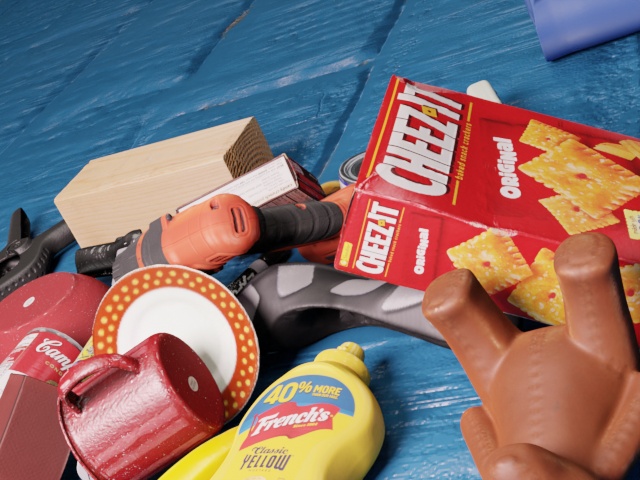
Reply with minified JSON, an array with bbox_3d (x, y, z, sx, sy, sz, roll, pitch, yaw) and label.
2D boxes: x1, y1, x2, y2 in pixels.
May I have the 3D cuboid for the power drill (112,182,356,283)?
[{"bbox_3d":[-0.056,0.001,0.851,0.187,0.057,0.185,-10,-6,-37],"label":"power drill"}]

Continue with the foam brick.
[{"bbox_3d":[-0.215,0.144,0.792,0.051,0.053,0.078,-11,58,61],"label":"foam brick"}]

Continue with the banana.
[{"bbox_3d":[-0.104,0.190,0.667,0.070,0.037,0.197,-15,24,33],"label":"banana"}]

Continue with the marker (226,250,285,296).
[{"bbox_3d":[-0.070,0.042,0.931,0.020,0.020,0.121,3,39,45],"label":"marker"}]

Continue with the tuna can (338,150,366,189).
[{"bbox_3d":[0.060,-0.054,0.952,0.086,0.034,0.086,-9,26,4],"label":"tuna can"}]

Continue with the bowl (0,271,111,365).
[{"bbox_3d":[-0.256,0.078,0.992,0.162,0.055,0.162,-21,26,11],"label":"bowl"}]

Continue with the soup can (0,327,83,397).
[{"bbox_3d":[-0.240,0.129,0.869,0.069,0.068,0.102,-8,32,32],"label":"soup can"}]

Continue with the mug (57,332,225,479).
[{"bbox_3d":[-0.126,0.111,0.730,0.081,0.117,0.093,-35,43,12],"label":"mug"}]

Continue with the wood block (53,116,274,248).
[{"bbox_3d":[-0.150,-0.046,1.083,0.206,0.091,0.090,-12,29,27],"label":"wood block"}]

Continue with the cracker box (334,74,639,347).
[{"bbox_3d":[0.131,-0.025,0.704,0.213,0.072,0.164,15,35,3],"label":"cracker box"}]

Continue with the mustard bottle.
[{"bbox_3d":[-0.012,0.132,0.671,0.096,0.058,0.191,-7,31,31],"label":"mustard bottle"}]

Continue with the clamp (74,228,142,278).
[{"bbox_3d":[-0.171,0.014,1.030,0.120,0.039,0.172,7,-11,-39],"label":"clamp"}]

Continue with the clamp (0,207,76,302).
[{"bbox_3d":[-0.317,0.013,1.183,0.165,0.036,0.209,-13,31,25],"label":"clamp"}]

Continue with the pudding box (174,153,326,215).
[{"bbox_3d":[-0.059,-0.029,0.944,0.113,0.039,0.090,-28,-17,11],"label":"pudding box"}]
